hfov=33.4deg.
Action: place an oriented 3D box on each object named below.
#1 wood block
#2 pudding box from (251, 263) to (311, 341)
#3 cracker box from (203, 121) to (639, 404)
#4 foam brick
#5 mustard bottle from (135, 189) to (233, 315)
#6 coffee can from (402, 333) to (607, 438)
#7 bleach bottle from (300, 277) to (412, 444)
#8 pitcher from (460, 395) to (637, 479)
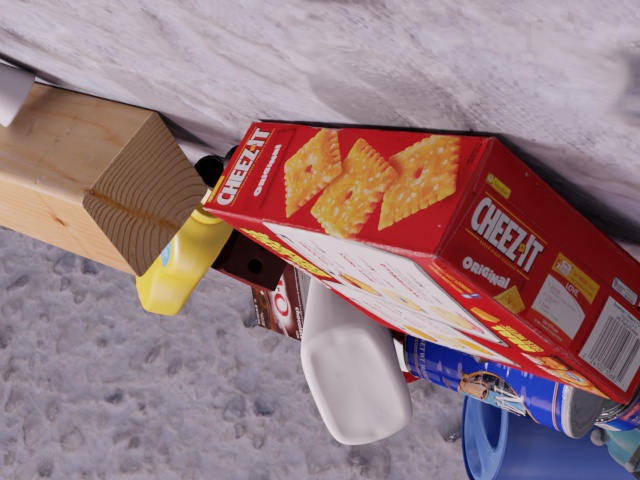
[{"bbox_3d":[-0.202,-0.055,0.815,0.206,0.090,0.090,17,152,35],"label":"wood block"},{"bbox_3d":[-0.033,0.036,1.041,0.039,0.113,0.090,-20,-162,-30],"label":"pudding box"},{"bbox_3d":[0.059,0.004,0.591,0.164,0.072,0.214,35,168,-33],"label":"cracker box"},{"bbox_3d":[-0.056,0.001,0.956,0.053,0.078,0.051,24,175,-18],"label":"foam brick"},{"bbox_3d":[-0.116,-0.008,0.942,0.058,0.096,0.192,14,153,-16],"label":"mustard bottle"},{"bbox_3d":[0.149,0.080,0.826,0.140,0.103,0.102,18,173,31],"label":"coffee can"},{"bbox_3d":[0.027,0.063,0.894,0.068,0.102,0.251,-20,-162,8],"label":"bleach bottle"},{"bbox_3d":[0.265,0.194,1.031,0.242,0.149,0.145,7,-151,-9],"label":"pitcher"}]
